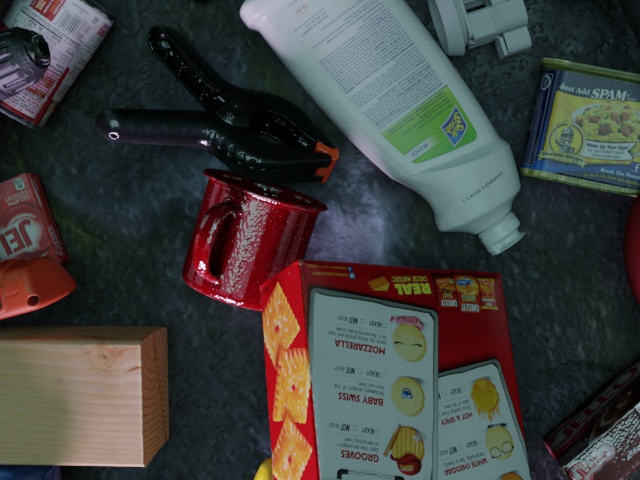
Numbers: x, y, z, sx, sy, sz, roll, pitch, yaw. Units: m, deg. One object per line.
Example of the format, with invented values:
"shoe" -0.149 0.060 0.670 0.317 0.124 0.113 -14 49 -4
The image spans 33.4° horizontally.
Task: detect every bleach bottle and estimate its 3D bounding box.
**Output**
"bleach bottle" 0.055 -0.093 0.769 0.102 0.068 0.251 -36 92 5

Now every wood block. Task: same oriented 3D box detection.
"wood block" -0.222 0.111 0.784 0.206 0.090 0.091 0 93 4

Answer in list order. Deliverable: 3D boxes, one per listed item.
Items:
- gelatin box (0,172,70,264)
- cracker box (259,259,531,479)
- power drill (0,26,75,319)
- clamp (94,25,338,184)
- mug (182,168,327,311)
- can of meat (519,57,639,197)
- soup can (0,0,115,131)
"gelatin box" -0.245 -0.003 0.810 0.089 0.030 0.073 -20 92 5
"cracker box" 0.051 0.126 0.711 0.164 0.072 0.214 4 71 -28
"power drill" -0.238 -0.039 0.739 0.185 0.057 0.187 -16 97 25
"clamp" -0.069 -0.095 0.776 0.171 0.039 0.120 19 54 -13
"mug" -0.055 0.001 0.756 0.093 0.117 0.081 20 99 19
"can of meat" 0.198 -0.079 0.760 0.102 0.057 0.084 11 95 4
"soup can" -0.206 -0.141 0.782 0.068 0.068 0.102 36 94 2
